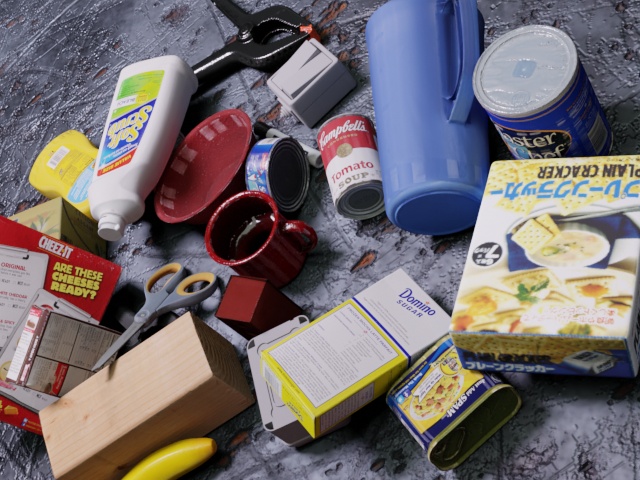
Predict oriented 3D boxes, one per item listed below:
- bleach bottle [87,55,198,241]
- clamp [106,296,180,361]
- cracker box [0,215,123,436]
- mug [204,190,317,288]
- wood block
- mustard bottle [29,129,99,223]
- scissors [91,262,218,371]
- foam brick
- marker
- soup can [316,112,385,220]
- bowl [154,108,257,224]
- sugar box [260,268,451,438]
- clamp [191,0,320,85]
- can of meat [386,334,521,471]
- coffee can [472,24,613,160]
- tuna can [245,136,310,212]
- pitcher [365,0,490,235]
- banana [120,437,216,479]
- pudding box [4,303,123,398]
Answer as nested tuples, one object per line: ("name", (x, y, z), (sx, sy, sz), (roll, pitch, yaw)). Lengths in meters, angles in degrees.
("bleach bottle", (-0.223, -0.111, 1.311), (0.103, 0.068, 0.250), (-8, 53, 23))
("clamp", (-0.210, 0.109, 1.239), (0.172, 0.039, 0.120), (-12, 62, 28))
("cracker box", (-0.347, 0.097, 1.226), (0.072, 0.164, 0.213), (2, 69, 64))
("mug", (-0.058, 0.001, 1.184), (0.117, 0.081, 0.093), (-12, 57, 25))
("wood block", (-0.188, 0.180, 1.149), (0.206, 0.090, 0.090), (-34, 51, 9))
("mustard bottle", (-0.293, -0.074, 1.384), (0.192, 0.058, 0.096), (28, 73, 39))
("scissors", (-0.177, 0.083, 1.193), (0.096, 0.016, 0.201), (-2, 31, 13))
("foam brick", (-0.066, 0.077, 1.147), (0.053, 0.078, 0.051), (6, 66, 35))
("marker", (-0.040, -0.117, 1.285), (0.121, 0.020, 0.020), (31, 81, 39))
("soup can", (0.038, -0.082, 1.186), (0.069, 0.068, 0.102), (-25, 54, 16))
("bowl", (-0.124, -0.076, 1.273), (0.162, 0.055, 0.162), (-30, 40, 28))
("sugar box", (0.038, 0.107, 1.039), (0.176, 0.048, 0.093), (-27, 55, -24))
("clamp", (-0.098, -0.255, 1.390), (0.210, 0.036, 0.164), (11, 68, 35))
("can of meat", (0.122, 0.150, 1.005), (0.102, 0.057, 0.084), (-43, 48, 1))
("coffee can", (0.222, -0.130, 1.058), (0.103, 0.140, 0.103), (-15, 56, 23))
("tuna can", (-0.049, -0.075, 1.222), (0.034, 0.086, 0.086), (1, 63, 32))
("pitcher", (0.121, -0.138, 1.126), (0.145, 0.149, 0.243), (-13, 60, 22))
("banana", (-0.188, 0.276, 1.124), (0.070, 0.037, 0.198), (35, 90, 13))
("pudding box", (-0.281, 0.129, 1.181), (0.039, 0.113, 0.090), (9, 78, 40))
